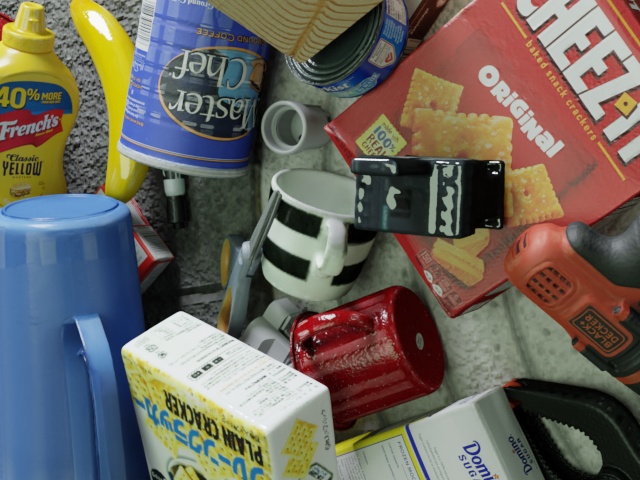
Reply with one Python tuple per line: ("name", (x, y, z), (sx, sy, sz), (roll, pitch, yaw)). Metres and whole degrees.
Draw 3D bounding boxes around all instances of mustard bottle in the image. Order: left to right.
("mustard bottle", (-0.249, -0.101, 0.880), (0.058, 0.096, 0.192), (42, 125, 48))

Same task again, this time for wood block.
("wood block", (-0.024, -0.233, 0.711), (0.091, 0.090, 0.206), (-34, 48, 29))

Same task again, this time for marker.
("marker", (-0.124, -0.070, 0.887), (0.020, 0.020, 0.121), (-3, 95, 31))

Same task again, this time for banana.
("banana", (-0.172, -0.115, 0.888), (0.070, 0.037, 0.198), (-9, 81, 16))

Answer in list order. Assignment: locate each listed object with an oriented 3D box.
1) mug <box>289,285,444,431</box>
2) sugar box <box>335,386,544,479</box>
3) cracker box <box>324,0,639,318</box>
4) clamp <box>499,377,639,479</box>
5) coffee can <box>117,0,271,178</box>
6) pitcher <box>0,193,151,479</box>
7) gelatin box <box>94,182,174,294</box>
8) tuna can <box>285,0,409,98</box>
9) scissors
("mug", (0.030, 0.077, 0.764), (0.082, 0.117, 0.093), (-23, 52, 26))
("sugar box", (0.074, 0.175, 0.772), (0.177, 0.048, 0.093), (-27, 83, 39))
("cracker box", (0.131, -0.072, 0.705), (0.214, 0.072, 0.164), (-38, 78, 28))
("clamp", (0.207, 0.158, 0.706), (0.210, 0.036, 0.165), (46, 123, 21))
("coffee can", (-0.093, -0.128, 0.812), (0.103, 0.102, 0.140), (19, 106, 27))
("pitcher", (-0.194, 0.092, 0.846), (0.149, 0.144, 0.243), (4, 105, 19))
("gelatin box", (-0.177, 0.005, 0.922), (0.073, 0.030, 0.089), (-46, 71, 27))
("tuna can", (0.018, -0.141, 0.723), (0.086, 0.033, 0.086), (-14, 68, 38))
("scissors", (-0.055, 0.001, 0.797), (0.202, 0.016, 0.096), (110, 159, -46))
